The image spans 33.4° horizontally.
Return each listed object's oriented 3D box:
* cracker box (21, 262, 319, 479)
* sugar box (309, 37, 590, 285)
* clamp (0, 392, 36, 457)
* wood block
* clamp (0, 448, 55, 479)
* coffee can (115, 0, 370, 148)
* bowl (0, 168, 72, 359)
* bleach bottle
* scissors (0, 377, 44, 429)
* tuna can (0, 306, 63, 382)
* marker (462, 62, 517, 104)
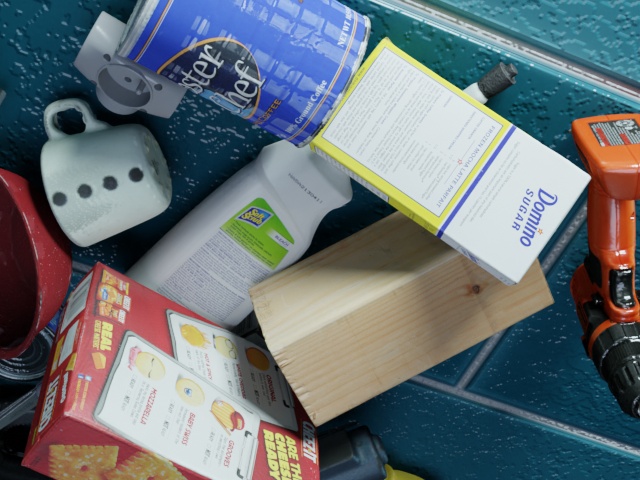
[{"bbox_3d":[-0.105,0.134,0.809,0.213,0.164,0.072,31,120,-23],"label":"cracker box"},{"bbox_3d":[0.089,-0.054,0.751,0.176,0.048,0.093,36,88,4],"label":"sugar box"},{"bbox_3d":[-0.306,0.203,1.037,0.210,0.036,0.164,-20,127,17],"label":"clamp"},{"bbox_3d":[0.060,0.043,0.825,0.206,0.090,0.090,-27,122,0],"label":"wood block"},{"bbox_3d":[-0.310,0.207,0.986,0.120,0.039,0.171,-19,142,3],"label":"clamp"},{"bbox_3d":[-0.052,-0.139,0.720,0.140,0.102,0.103,27,124,-16],"label":"coffee can"},{"bbox_3d":[-0.245,0.009,0.845,0.162,0.055,0.162,14,111,41],"label":"bowl"},{"bbox_3d":[-0.056,0.001,0.855,0.102,0.068,0.251,37,118,-26],"label":"bleach bottle"},{"bbox_3d":[-0.222,0.134,0.948,0.202,0.016,0.096,-46,129,6],"label":"scissors"},{"bbox_3d":[-0.266,0.086,0.947,0.086,0.033,0.086,2,127,2],"label":"tuna can"},{"bbox_3d":[0.096,-0.094,0.799,0.121,0.020,0.020,-34,118,26],"label":"marker"}]
